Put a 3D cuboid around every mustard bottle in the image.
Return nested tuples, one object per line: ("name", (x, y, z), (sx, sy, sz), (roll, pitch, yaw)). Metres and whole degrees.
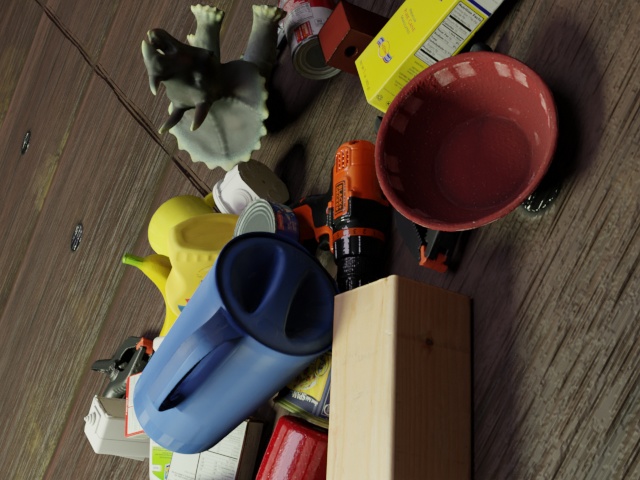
("mustard bottle", (-0.133, 0.048, 1.249), (0.192, 0.096, 0.058), (104, 151, -52))

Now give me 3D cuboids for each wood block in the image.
("wood block", (0.067, 0.146, 0.904), (0.090, 0.090, 0.206), (-24, 56, 51))

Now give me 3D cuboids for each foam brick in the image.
("foam brick", (0.044, -0.206, 1.114), (0.053, 0.078, 0.051), (-52, 38, 35))

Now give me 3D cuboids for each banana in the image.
("banana", (-0.189, 0.078, 1.333), (0.198, 0.070, 0.037), (81, -165, -45))

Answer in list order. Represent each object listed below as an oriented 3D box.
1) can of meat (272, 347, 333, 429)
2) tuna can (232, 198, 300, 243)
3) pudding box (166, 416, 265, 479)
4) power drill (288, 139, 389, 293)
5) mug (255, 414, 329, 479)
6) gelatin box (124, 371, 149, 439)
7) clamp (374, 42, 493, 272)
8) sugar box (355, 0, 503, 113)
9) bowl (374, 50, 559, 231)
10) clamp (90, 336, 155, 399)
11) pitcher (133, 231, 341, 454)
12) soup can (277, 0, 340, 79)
("can of meat", (0.006, 0.133, 1.042), (0.102, 0.057, 0.084), (14, 87, 59))
("tuna can", (-0.057, 0.001, 1.114), (0.086, 0.033, 0.086), (-25, 59, 50))
("pudding box", (-0.118, 0.241, 1.172), (0.090, 0.039, 0.113), (10, 86, 27))
("power drill", (0.000, 0.007, 1.111), (0.188, 0.057, 0.184), (-25, 56, 49))
("mug", (-0.004, 0.219, 1.000), (0.117, 0.093, 0.081), (19, 87, 28))
("gelatin box", (-0.190, 0.187, 1.233), (0.089, 0.030, 0.073), (-22, 62, 43))
("clamp", (0.110, -0.073, 0.988), (0.165, 0.036, 0.210), (-40, 41, 43))
("sugar box", (0.107, -0.207, 1.013), (0.176, 0.048, 0.093), (-51, 27, 24))
("bowl", (0.130, -0.076, 0.906), (0.162, 0.055, 0.162), (-10, 67, 25))
("clamp", (-0.279, 0.195, 1.483), (0.172, 0.039, 0.120), (-39, 47, 44))
("pitcher", (-0.097, 0.113, 1.027), (0.243, 0.149, 0.145), (-49, 32, 41))
("soup can", (-0.008, -0.242, 1.223), (0.069, 0.068, 0.102), (-48, 40, 36))
